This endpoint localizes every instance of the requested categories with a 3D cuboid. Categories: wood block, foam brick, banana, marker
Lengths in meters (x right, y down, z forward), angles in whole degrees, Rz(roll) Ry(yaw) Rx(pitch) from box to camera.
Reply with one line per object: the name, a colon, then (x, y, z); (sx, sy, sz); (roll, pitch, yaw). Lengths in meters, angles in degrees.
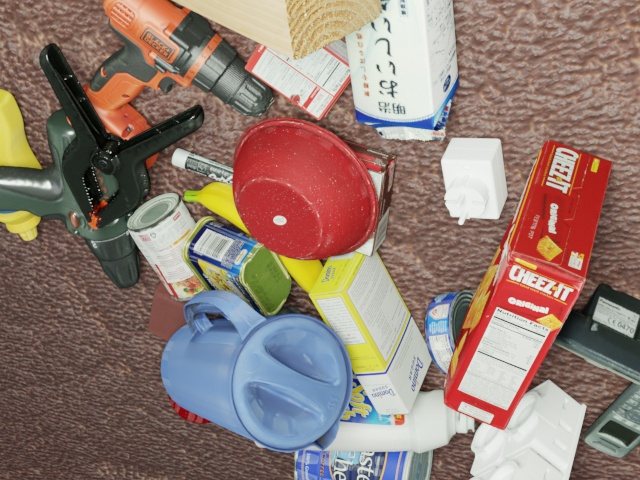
wood block: (-0.056, -0.228, 0.841); (0.206, 0.090, 0.091); (33, 145, 41)
foam brick: (-0.166, 0.077, 1.256); (0.051, 0.053, 0.078); (24, 134, 6)
banana: (-0.055, -0.005, 1.143); (0.197, 0.037, 0.070); (39, 161, -6)
marker: (-0.097, -0.069, 1.115); (0.121, 0.020, 0.020); (20, 135, 10)

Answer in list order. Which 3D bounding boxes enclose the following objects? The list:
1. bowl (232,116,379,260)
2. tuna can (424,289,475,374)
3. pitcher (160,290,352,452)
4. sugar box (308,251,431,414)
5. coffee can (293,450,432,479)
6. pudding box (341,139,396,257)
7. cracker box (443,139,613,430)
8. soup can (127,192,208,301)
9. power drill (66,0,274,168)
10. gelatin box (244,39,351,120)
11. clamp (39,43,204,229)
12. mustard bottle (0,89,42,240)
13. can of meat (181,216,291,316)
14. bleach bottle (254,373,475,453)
bowl: (-0.027, -0.036, 1.031); (0.162, 0.055, 0.162); (18, 133, 20)
tuna can: (0.142, 0.095, 1.092); (0.034, 0.086, 0.086); (-12, 122, 36)
pitcher: (-0.085, 0.132, 1.125); (0.144, 0.149, 0.243); (8, 174, -28)
sugar box: (0.056, 0.092, 1.127); (0.048, 0.093, 0.176); (-7, 125, 32)
coffee can: (0.052, 0.262, 1.273); (0.140, 0.102, 0.103); (7, 131, 22)
pudding box: (0.023, -0.045, 1.062); (0.090, 0.039, 0.113); (19, 132, 15)
cracker box: (0.184, 0.041, 0.967); (0.072, 0.164, 0.214); (21, 135, 6)
soup can: (-0.160, 0.007, 1.180); (0.069, 0.068, 0.102); (-10, 123, 33)
power drill: (-0.157, -0.148, 1.052); (0.184, 0.057, 0.188); (38, 133, -8)
gelatin box: (-0.014, -0.164, 0.982); (0.089, 0.030, 0.073); (35, 134, -5)
clamp: (-0.217, -0.094, 1.059); (0.164, 0.036, 0.210); (29, 136, -4)
mustard bottle: (-0.363, -0.079, 1.214); (0.096, 0.058, 0.191); (1, 129, 18)
can of meat: (-0.086, 0.029, 1.129); (0.084, 0.057, 0.102); (22, 157, 32)
bleach bottle: (0.051, 0.193, 1.224); (0.251, 0.102, 0.068); (0, 134, 12)
